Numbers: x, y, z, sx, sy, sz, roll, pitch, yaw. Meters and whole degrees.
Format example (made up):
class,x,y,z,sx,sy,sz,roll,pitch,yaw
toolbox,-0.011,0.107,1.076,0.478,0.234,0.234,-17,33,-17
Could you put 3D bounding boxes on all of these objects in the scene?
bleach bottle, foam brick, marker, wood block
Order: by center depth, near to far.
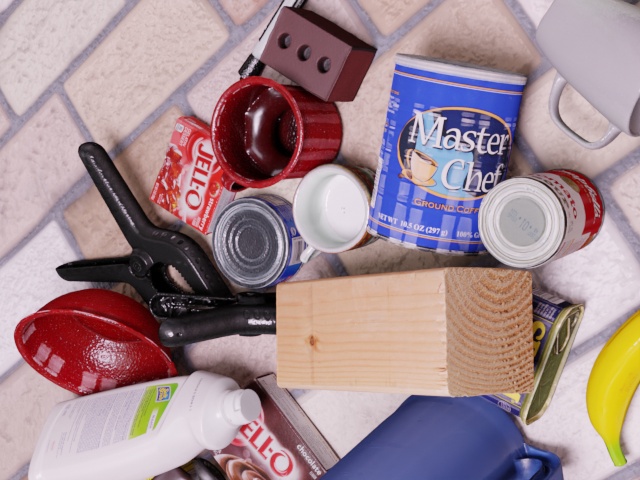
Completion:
class,x,y,z,sx,sy,sz,roll,pitch,yaw
wood block,0.059,0.072,0.832,0.207,0.090,0.091,-7,82,53
foam brick,-0.002,-0.159,0.909,0.078,0.051,0.053,34,111,22
marker,-0.038,-0.189,0.945,0.020,0.020,0.121,44,115,18
bleach bottle,-0.160,0.180,0.990,0.251,0.068,0.102,-17,46,35

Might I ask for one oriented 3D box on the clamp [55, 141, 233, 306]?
class,x,y,z,sx,sy,sz,roll,pitch,yaw
clamp,-0.172,0.023,1.032,0.210,0.036,0.165,38,129,13

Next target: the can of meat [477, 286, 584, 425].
class,x,y,z,sx,sy,sz,roll,pitch,yaw
can of meat,0.150,0.082,0.851,0.084,0.057,0.102,25,107,28

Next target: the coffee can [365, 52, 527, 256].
class,x,y,z,sx,sy,sz,roll,pitch,yaw
coffee can,0.097,-0.068,0.835,0.103,0.102,0.140,16,104,27

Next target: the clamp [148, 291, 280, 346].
class,x,y,z,sx,sy,sz,roll,pitch,yaw
clamp,-0.067,0.066,0.924,0.171,0.120,0.039,-3,106,-4

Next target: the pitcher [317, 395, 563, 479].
class,x,y,z,sx,sy,sz,roll,pitch,yaw
pitcher,0.068,0.206,0.805,0.145,0.242,0.149,41,118,16

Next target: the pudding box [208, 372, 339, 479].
class,x,y,z,sx,sy,sz,roll,pitch,yaw
pudding box,-0.047,0.193,0.987,0.113,0.039,0.090,49,116,15

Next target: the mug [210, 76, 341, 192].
class,x,y,z,sx,sy,sz,roll,pitch,yaw
mug,-0.041,-0.085,0.923,0.093,0.081,0.117,48,116,17

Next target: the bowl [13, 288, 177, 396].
class,x,y,z,sx,sy,sz,roll,pitch,yaw
bowl,-0.209,0.095,1.031,0.162,0.055,0.162,9,142,7

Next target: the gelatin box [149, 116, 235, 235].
class,x,y,z,sx,sy,sz,roll,pitch,yaw
gelatin box,-0.113,-0.061,0.997,0.073,0.030,0.089,31,111,23

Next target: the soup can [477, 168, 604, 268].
class,x,y,z,sx,sy,sz,roll,pitch,yaw
soup can,0.166,-0.018,0.802,0.069,0.102,0.068,4,98,29

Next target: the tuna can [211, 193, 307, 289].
class,x,y,z,sx,sy,sz,roll,pitch,yaw
tuna can,-0.056,0.001,0.971,0.086,0.033,0.086,4,98,29
